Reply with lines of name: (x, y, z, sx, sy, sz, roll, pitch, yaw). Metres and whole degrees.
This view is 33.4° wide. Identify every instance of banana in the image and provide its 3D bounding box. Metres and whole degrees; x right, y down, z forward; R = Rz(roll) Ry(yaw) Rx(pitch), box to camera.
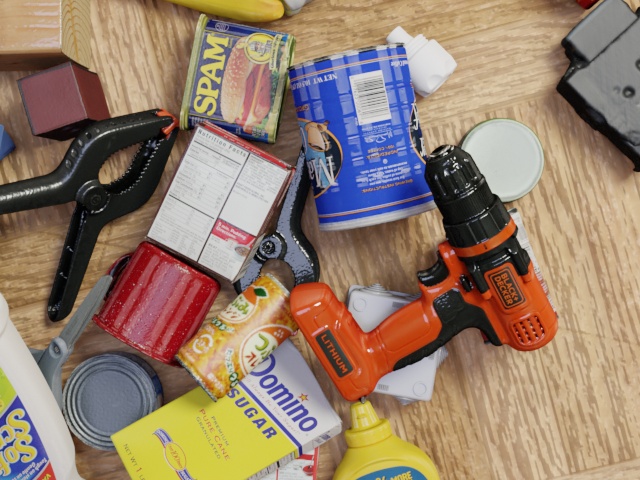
banana: (-0.125, -0.224, 0.932, 0.198, 0.069, 0.037, 17, 107, 0)

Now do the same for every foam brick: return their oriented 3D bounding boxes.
foam brick: (-0.223, -0.120, 0.936, 0.053, 0.078, 0.051, -18, 90, 6)

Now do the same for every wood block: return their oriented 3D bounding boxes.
wood block: (-0.315, -0.198, 0.935, 0.206, 0.090, 0.091, 0, 90, 4)

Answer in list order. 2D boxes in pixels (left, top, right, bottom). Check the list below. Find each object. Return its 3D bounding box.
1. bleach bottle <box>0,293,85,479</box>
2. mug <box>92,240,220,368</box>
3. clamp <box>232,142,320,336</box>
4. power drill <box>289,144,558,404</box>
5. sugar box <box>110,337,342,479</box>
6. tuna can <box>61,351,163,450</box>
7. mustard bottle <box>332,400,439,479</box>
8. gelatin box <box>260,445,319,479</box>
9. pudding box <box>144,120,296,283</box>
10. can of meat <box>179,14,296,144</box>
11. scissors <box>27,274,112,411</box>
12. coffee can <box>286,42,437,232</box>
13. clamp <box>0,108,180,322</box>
bleach bottle: (-0.254, 0.166, 0.903, 0.102, 0.068, 0.251, -24, 120, 0)
mug: (-0.147, 0.049, 0.934, 0.117, 0.093, 0.081, 28, 87, 39)
clamp: (-0.056, 0.001, 0.944, 0.120, 0.039, 0.171, -5, 91, 8)
power drill: (0.073, 0.035, 0.845, 0.188, 0.057, 0.184, -25, 108, 15)
sugar box: (-0.079, 0.165, 0.914, 0.176, 0.048, 0.093, -30, 70, -9)
tuna can: (-0.185, 0.143, 0.957, 0.086, 0.033, 0.086, 0, 91, 4)
mustard bottle: (0.061, 0.232, 0.926, 0.096, 0.058, 0.191, -17, 91, 3)
gelatin box: (-0.039, 0.211, 0.950, 0.073, 0.030, 0.089, 3, 89, 5)
pudding box: (-0.085, -0.033, 0.904, 0.090, 0.039, 0.113, 28, 101, 3)
can of meat: (-0.071, -0.139, 0.935, 0.084, 0.057, 0.102, 11, 92, 1)
scissors: (-0.240, 0.088, 0.928, 0.096, 0.016, 0.202, 35, 118, 23)
coffee can: (0.035, -0.086, 0.898, 0.103, 0.103, 0.140, -12, 95, 4)
clamp: (-0.203, -0.033, 0.932, 0.209, 0.164, 0.036, -39, 46, -14)
